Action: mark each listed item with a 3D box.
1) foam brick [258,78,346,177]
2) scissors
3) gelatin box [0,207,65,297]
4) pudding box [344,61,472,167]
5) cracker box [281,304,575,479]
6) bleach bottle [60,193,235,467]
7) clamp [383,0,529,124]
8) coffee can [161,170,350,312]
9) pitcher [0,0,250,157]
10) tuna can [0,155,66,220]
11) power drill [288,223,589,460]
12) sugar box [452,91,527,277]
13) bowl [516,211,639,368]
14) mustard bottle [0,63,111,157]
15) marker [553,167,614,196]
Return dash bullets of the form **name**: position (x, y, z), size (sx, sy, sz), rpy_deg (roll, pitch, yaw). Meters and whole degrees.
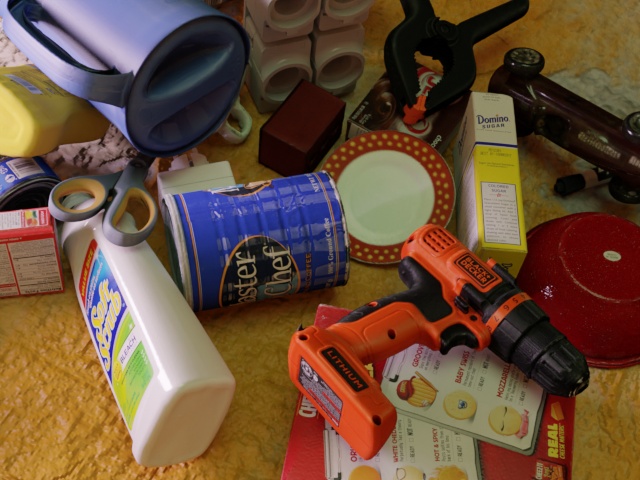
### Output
- **foam brick**: position (-0.017, -0.102, 1.010), size (0.051, 0.053, 0.078), rpy_deg (28, 59, 13)
- **scissors**: position (-0.177, -0.059, 0.914), size (0.096, 0.016, 0.202), rpy_deg (9, 33, -13)
- **gelatin box**: position (-0.254, 0.011, 0.886), size (0.073, 0.089, 0.030), rpy_deg (-6, 55, -10)
- **pudding box**: position (0.088, -0.120, 1.040), size (0.090, 0.039, 0.113), rpy_deg (29, 59, 12)
- **cracker box**: position (0.086, 0.153, 0.835), size (0.213, 0.072, 0.164), rpy_deg (11, 54, 3)
- **bleach bottle**: position (-0.158, 0.056, 0.872), size (0.067, 0.103, 0.251), rpy_deg (-2, 42, -38)
- **clamp**: position (0.125, -0.198, 1.048), size (0.164, 0.036, 0.210), rpy_deg (17, 61, -11)
- **coffee can**: position (-0.056, 0.001, 0.905), size (0.140, 0.103, 0.103), rpy_deg (-10, 57, -12)
- **pitcher**: position (-0.191, -0.186, 0.913), size (0.243, 0.149, 0.145), rpy_deg (38, 79, 27)
- **tuna can**: position (-0.262, -0.033, 0.918), size (0.086, 0.086, 0.034), rpy_deg (-33, 66, -25)
- **power drill**: position (0.085, 0.084, 0.805), size (0.187, 0.057, 0.185), rpy_deg (-29, 56, -29)
- **sugar box**: position (0.150, -0.038, 0.958), size (0.048, 0.093, 0.176), rpy_deg (7, 56, -2)
- **bowl**: position (0.249, 0.030, 0.944), size (0.162, 0.055, 0.162), rpy_deg (3, 55, -4)
- **mustard bottle**: position (-0.240, -0.122, 0.953), size (0.096, 0.058, 0.191), rpy_deg (30, 20, 11)
- **marker**: position (0.280, -0.066, 1.034), size (0.121, 0.020, 0.020), rpy_deg (-17, 59, -16)
